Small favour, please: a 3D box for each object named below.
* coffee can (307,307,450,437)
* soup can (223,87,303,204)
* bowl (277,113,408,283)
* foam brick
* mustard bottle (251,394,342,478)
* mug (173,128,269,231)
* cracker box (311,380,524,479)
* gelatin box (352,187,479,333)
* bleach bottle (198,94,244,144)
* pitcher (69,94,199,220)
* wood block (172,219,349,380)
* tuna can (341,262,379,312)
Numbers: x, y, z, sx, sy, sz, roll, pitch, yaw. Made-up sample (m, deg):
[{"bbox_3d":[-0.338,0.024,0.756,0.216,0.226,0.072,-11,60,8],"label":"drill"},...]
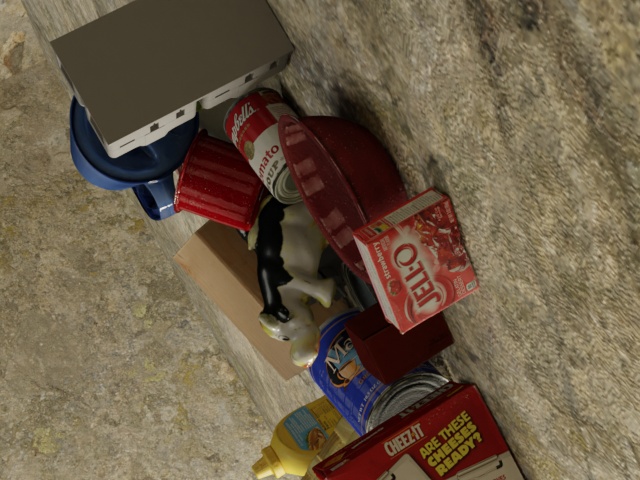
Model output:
[{"bbox_3d":[0.060,0.144,1.085,0.140,0.102,0.103,43,159,55],"label":"coffee can"},{"bbox_3d":[-0.042,-0.092,1.044,0.102,0.068,0.068,53,166,32],"label":"soup can"},{"bbox_3d":[0.027,-0.046,0.897,0.162,0.055,0.162,57,167,20],"label":"bowl"},{"bbox_3d":[0.070,0.084,0.966,0.053,0.078,0.051,65,166,-21],"label":"foam brick"},{"bbox_3d":[0.000,0.242,1.341,0.096,0.191,0.058,46,161,51],"label":"mustard bottle"},{"bbox_3d":[-0.096,-0.062,1.117,0.081,0.093,0.117,19,-164,3],"label":"mug"},{"bbox_3d":[0.115,0.263,0.987,0.213,0.164,0.072,61,166,-4],"label":"cracker box"},{"bbox_3d":[0.073,0.016,0.807,0.030,0.073,0.089,41,157,59],"label":"gelatin box"},{"bbox_3d":[-0.097,-0.095,1.283,0.103,0.068,0.251,43,166,21],"label":"bleach bottle"},{"bbox_3d":[-0.218,-0.109,1.205,0.145,0.149,0.243,21,172,-14],"label":"pitcher"},{"bbox_3d":[-0.066,0.057,1.285,0.206,0.090,0.091,48,149,-1],"label":"wood block"},{"bbox_3d":[0.057,0.051,1.050,0.086,0.033,0.086,57,167,19],"label":"tuna can"}]
